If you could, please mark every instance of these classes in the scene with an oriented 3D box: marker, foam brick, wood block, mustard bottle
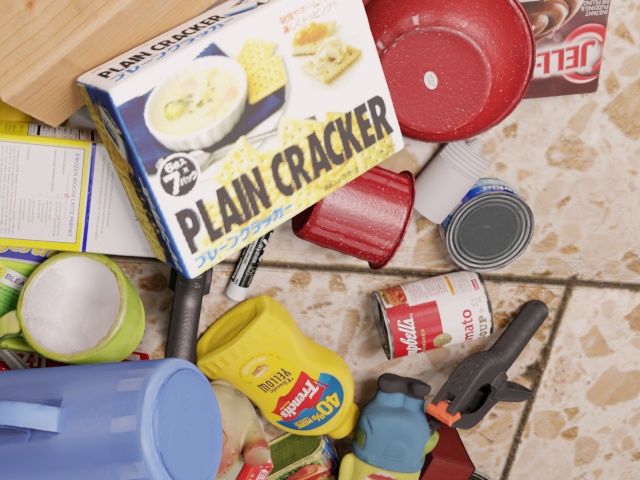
[{"bbox_3d":[-0.056,0.001,0.970,0.020,0.020,0.121,16,115,-20],"label":"marker"},{"bbox_3d":[0.116,0.224,1.104,0.051,0.078,0.053,17,115,-23],"label":"foam brick"},{"bbox_3d":[-0.153,-0.186,0.772,0.206,0.090,0.090,-37,78,5],"label":"wood block"},{"bbox_3d":[-0.024,0.137,1.034,0.096,0.058,0.191,-38,121,17],"label":"mustard bottle"}]

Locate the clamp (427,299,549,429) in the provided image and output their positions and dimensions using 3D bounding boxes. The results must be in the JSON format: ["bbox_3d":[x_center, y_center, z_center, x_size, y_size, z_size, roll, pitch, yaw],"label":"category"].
[{"bbox_3d":[0.168,0.143,1.053,0.171,0.039,0.120,-32,129,-33],"label":"clamp"}]

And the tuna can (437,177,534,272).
[{"bbox_3d":[0.154,-0.015,0.998,0.086,0.034,0.086,-5,121,-9],"label":"tuna can"}]

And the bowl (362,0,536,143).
[{"bbox_3d":[0.094,-0.140,0.870,0.162,0.055,0.162,5,123,8],"label":"bowl"}]

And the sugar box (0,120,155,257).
[{"bbox_3d":[-0.206,-0.041,0.831,0.176,0.048,0.093,5,111,-17],"label":"sugar box"}]

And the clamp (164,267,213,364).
[{"bbox_3d":[-0.114,0.035,0.933,0.036,0.164,0.210,8,95,-8],"label":"clamp"}]

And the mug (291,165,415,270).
[{"bbox_3d":[0.021,-0.025,0.940,0.081,0.093,0.117,18,151,-16],"label":"mug"}]

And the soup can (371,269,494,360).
[{"bbox_3d":[0.106,0.070,1.018,0.102,0.068,0.068,-13,122,-6],"label":"soup can"}]

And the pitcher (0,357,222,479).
[{"bbox_3d":[-0.208,0.155,0.824,0.243,0.149,0.145,-11,107,24],"label":"pitcher"}]

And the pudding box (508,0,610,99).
[{"bbox_3d":[0.186,-0.169,0.912,0.113,0.039,0.090,-6,122,-8],"label":"pudding box"}]

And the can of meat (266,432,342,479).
[{"bbox_3d":[-0.022,0.246,1.100,0.102,0.057,0.084,-28,119,5],"label":"can of meat"}]
